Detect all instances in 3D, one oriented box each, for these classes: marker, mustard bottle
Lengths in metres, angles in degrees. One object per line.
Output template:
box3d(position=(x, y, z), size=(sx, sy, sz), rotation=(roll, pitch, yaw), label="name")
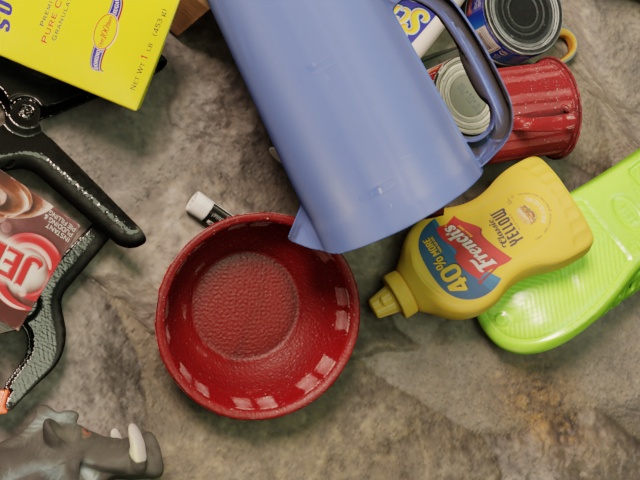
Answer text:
box3d(position=(-0.056, 0.001, 0.870), size=(0.121, 0.020, 0.020), rotation=(35, 73, -17), label="marker")
box3d(position=(0.127, 0.012, 0.910), size=(0.191, 0.058, 0.096), rotation=(-29, 73, -4), label="mustard bottle")

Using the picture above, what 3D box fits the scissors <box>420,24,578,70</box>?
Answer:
box3d(position=(0.150, -0.195, 0.978), size=(0.201, 0.016, 0.096), rotation=(-3, 85, -24), label="scissors")

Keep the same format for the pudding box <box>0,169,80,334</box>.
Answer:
box3d(position=(-0.236, -0.002, 0.734), size=(0.113, 0.039, 0.090), rotation=(37, 60, -23), label="pudding box")

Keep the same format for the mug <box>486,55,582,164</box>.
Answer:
box3d(position=(0.174, -0.108, 0.930), size=(0.081, 0.117, 0.093), rotation=(-10, 109, -19), label="mug")

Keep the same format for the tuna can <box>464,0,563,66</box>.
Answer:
box3d(position=(0.175, -0.203, 0.961), size=(0.086, 0.034, 0.086), rotation=(3, 83, -23), label="tuna can")

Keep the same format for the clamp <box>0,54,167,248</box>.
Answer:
box3d(position=(-0.215, -0.078, 0.788), size=(0.209, 0.036, 0.164), rotation=(4, 69, -22), label="clamp")

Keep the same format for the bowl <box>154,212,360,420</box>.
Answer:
box3d(position=(-0.053, 0.056, 0.837), size=(0.162, 0.055, 0.162), rotation=(-2, 97, -16), label="bowl")

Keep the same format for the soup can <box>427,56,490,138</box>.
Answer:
box3d(position=(0.100, -0.113, 0.902), size=(0.068, 0.102, 0.068), rotation=(2, 84, -23), label="soup can")

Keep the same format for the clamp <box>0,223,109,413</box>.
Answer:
box3d(position=(-0.213, 0.043, 0.788), size=(0.120, 0.039, 0.171), rotation=(3, 82, -18), label="clamp")

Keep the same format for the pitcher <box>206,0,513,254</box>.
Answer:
box3d(position=(0.017, -0.126, 0.761), size=(0.149, 0.145, 0.243), rotation=(-35, 102, -35), label="pitcher")

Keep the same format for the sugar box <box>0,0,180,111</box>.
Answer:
box3d(position=(-0.197, -0.169, 0.765), size=(0.176, 0.048, 0.093), rotation=(21, 97, -11), label="sugar box")
